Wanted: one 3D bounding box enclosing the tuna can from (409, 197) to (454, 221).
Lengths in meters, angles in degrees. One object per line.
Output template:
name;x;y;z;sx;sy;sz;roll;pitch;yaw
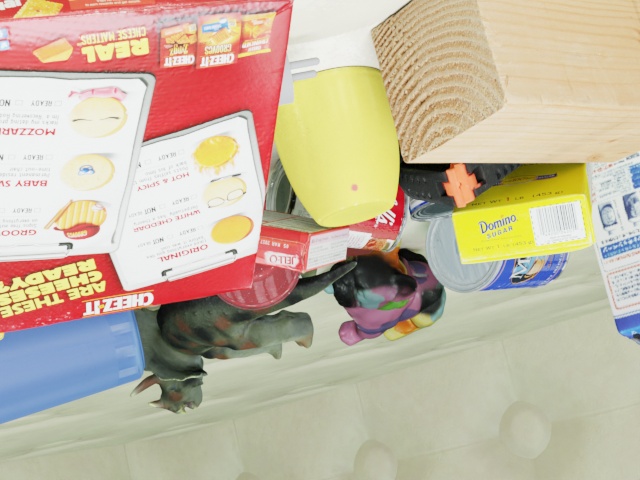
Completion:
tuna can;0.126;-0.048;1.050;0.086;0.034;0.086;-13;168;-3

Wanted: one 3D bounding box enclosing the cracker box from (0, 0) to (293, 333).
cracker box;-0.111;-0.051;0.536;0.164;0.072;0.214;-9;143;-17

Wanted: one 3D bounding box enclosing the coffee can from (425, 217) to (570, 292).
coffee can;0.201;0.005;1.204;0.140;0.103;0.103;-1;162;-46

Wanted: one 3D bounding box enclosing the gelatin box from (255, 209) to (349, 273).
gelatin box;-0.028;0.000;0.765;0.073;0.030;0.089;10;-171;19

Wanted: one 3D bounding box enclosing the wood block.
wood block;0.145;-0.106;0.684;0.205;0.091;0.090;-3;164;-38

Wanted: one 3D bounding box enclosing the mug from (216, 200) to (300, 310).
mug;-0.056;0.001;0.978;0.117;0.093;0.081;-43;166;-10

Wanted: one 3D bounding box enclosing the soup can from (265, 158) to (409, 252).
soup can;0.013;-0.030;0.881;0.102;0.068;0.069;8;160;-20

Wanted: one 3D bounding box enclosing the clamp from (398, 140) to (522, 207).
clamp;0.114;-0.070;0.782;0.164;0.036;0.210;-19;-166;7

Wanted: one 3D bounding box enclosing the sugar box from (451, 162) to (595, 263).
sugar box;0.155;-0.041;0.797;0.093;0.048;0.176;-8;-157;16

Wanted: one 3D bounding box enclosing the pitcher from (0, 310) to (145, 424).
pitcher;-0.321;0.123;1.154;0.242;0.149;0.145;-13;153;-15
